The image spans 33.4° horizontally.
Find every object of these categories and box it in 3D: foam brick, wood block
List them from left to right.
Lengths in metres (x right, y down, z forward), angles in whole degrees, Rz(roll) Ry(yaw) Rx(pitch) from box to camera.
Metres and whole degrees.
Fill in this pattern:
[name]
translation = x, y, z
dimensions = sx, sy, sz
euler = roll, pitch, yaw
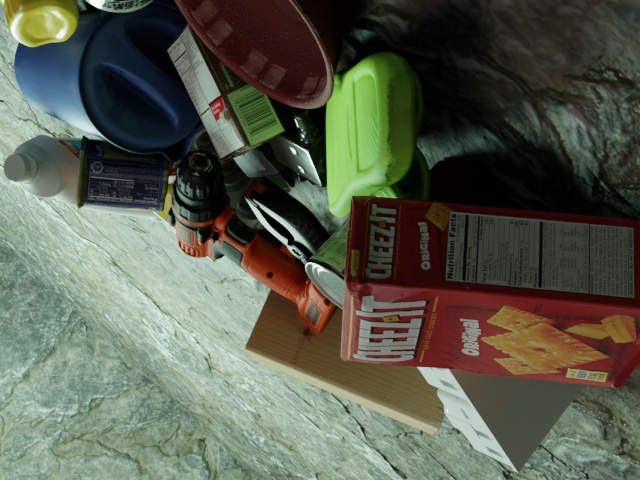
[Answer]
[wood block]
translation = 0.039, 0.115, 1.088
dimensions = 0.206, 0.091, 0.090
euler = 22, 168, 9
[foam brick]
translation = 0.111, -0.018, 0.817
dimensions = 0.078, 0.053, 0.051
euler = 49, 160, -22

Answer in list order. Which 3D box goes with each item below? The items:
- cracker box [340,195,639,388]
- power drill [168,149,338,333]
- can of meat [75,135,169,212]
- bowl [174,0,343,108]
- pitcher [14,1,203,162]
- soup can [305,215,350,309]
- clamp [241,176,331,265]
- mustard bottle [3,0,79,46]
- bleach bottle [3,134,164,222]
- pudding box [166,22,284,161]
[cracker box]
translation = 0.122, 0.042, 0.743
dimensions = 0.213, 0.072, 0.164
euler = 5, 156, 3
[power drill]
translation = -0.057, 0.001, 0.994
dimensions = 0.188, 0.057, 0.184
euler = 33, 160, 7
[can of meat]
translation = -0.192, -0.064, 1.035
dimensions = 0.084, 0.057, 0.102
euler = 4, -164, -12
[bowl]
translation = -0.037, -0.172, 0.767
dimensions = 0.162, 0.055, 0.162
euler = 37, 160, 15
[pitcher]
translation = -0.211, -0.171, 1.021
dimensions = 0.144, 0.149, 0.243
euler = 15, -178, -35
[soup can]
translation = 0.044, 0.006, 0.922
dimensions = 0.068, 0.102, 0.068
euler = 37, 160, 15
[clamp]
translation = -0.004, 0.003, 1.048
dimensions = 0.120, 0.039, 0.171
euler = 3, 144, 52
[mustard bottle]
translation = -0.247, -0.264, 0.879
dimensions = 0.096, 0.058, 0.191
euler = 133, 123, -78
[bleach bottle]
translation = -0.255, -0.071, 1.198
dimensions = 0.103, 0.068, 0.250
euler = 47, -162, 16
[pudding box]
translation = -0.081, -0.127, 0.886
dimensions = 0.113, 0.039, 0.090
euler = 66, 162, -5
